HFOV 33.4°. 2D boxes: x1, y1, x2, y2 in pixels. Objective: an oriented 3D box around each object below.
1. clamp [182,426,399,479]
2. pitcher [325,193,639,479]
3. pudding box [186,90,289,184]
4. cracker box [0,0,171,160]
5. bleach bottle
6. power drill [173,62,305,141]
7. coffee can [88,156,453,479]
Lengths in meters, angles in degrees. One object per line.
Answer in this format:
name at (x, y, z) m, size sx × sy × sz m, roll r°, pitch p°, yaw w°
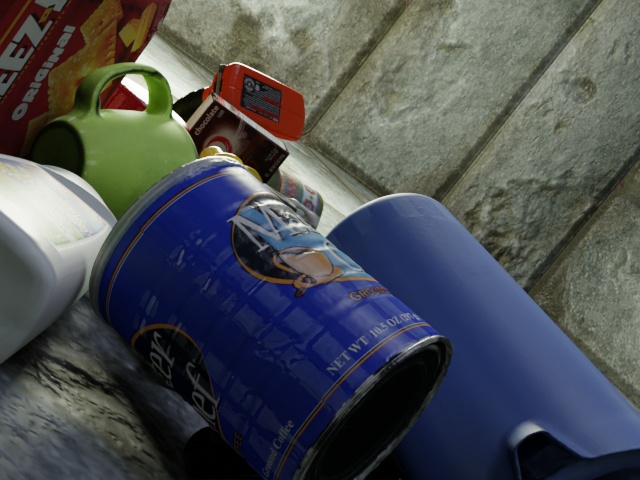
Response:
clamp at (-0.002, 0.120, 0.592) m, size 0.164 × 0.036 × 0.210 m, roll 37°, pitch 11°, yaw -13°
pitcher at (0.091, 0.089, 0.640) m, size 0.144 × 0.149 × 0.243 m, roll 0°, pitch 38°, yaw -32°
pudding box at (-0.099, -0.068, 0.996) m, size 0.090 × 0.113 × 0.039 m, roll 34°, pitch 11°, yaw -24°
cracker box at (-0.193, -0.128, 0.701) m, size 0.072 × 0.164 × 0.213 m, roll 37°, pitch 7°, yaw 5°
bleach bottle at (-0.157, -0.008, 0.540) m, size 0.102 × 0.068 × 0.251 m, roll 38°, pitch 5°, yaw -7°
power drill at (-0.106, -0.117, 1.106) m, size 0.188 × 0.057 × 0.184 m, roll -13°, pitch -22°, yaw 43°
coffee can at (-0.024, 0.042, 0.497) m, size 0.140 × 0.103 × 0.102 m, roll 40°, pitch 8°, yaw 23°
